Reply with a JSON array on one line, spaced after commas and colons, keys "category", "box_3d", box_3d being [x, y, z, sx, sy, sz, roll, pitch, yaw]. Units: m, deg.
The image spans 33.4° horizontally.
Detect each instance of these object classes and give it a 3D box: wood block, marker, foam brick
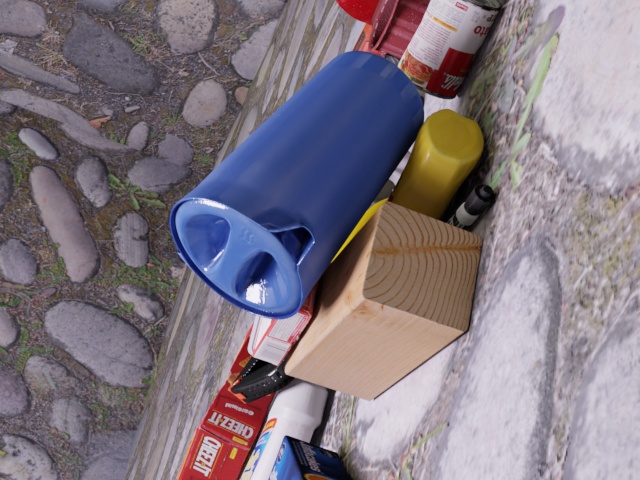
[{"category": "wood block", "box_3d": [0.048, 0.059, 0.921, 0.206, 0.090, 0.090, 128, 159, -60]}, {"category": "marker", "box_3d": [0.114, -0.010, 0.908, 0.121, 0.020, 0.020, 124, 163, -52]}, {"category": "foam brick", "box_3d": [0.104, -0.259, 1.251, 0.051, 0.078, 0.053, -93, 23, -63]}]

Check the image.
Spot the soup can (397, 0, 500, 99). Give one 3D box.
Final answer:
[{"category": "soup can", "box_3d": [0.126, -0.201, 1.061, 0.068, 0.068, 0.102, -90, 23, -61]}]

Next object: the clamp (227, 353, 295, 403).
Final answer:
[{"category": "clamp", "box_3d": [-0.017, 0.097, 1.155, 0.210, 0.036, 0.164, -41, 20, 20]}]

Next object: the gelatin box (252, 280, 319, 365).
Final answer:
[{"category": "gelatin box", "box_3d": [-0.028, 0.060, 0.973, 0.089, 0.030, 0.073, 122, 166, -45]}]

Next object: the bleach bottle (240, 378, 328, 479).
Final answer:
[{"category": "bleach bottle", "box_3d": [-0.050, 0.245, 1.159, 0.103, 0.068, 0.251, 159, 134, -81]}]

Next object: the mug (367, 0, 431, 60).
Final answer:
[{"category": "mug", "box_3d": [0.104, -0.226, 1.180, 0.093, 0.081, 0.117, -161, 91, -79]}]

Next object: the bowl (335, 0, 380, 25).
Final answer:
[{"category": "bowl", "box_3d": [0.093, -0.313, 1.333, 0.162, 0.055, 0.162, -24, 13, 5]}]

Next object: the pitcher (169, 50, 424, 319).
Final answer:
[{"category": "pitcher", "box_3d": [-0.017, -0.057, 0.941, 0.242, 0.149, 0.145, -51, -22, -33]}]

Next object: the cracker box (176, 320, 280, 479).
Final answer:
[{"category": "cracker box", "box_3d": [-0.103, 0.221, 1.293, 0.213, 0.072, 0.164, -62, -5, -55]}]

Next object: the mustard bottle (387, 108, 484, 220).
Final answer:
[{"category": "mustard bottle", "box_3d": [0.082, -0.023, 0.980, 0.096, 0.058, 0.192, -65, 1, -56]}]
